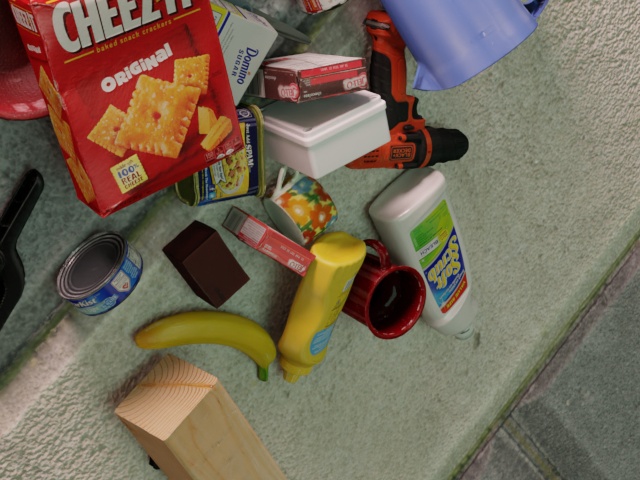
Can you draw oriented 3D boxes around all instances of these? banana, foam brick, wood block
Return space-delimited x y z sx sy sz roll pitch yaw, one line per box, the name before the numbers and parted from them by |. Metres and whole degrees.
banana | -0.116 0.113 1.211 0.197 0.037 0.069 23 92 -39
foam brick | -0.125 0.026 1.165 0.053 0.051 0.078 -42 126 -16
wood block | -0.127 0.233 1.193 0.090 0.091 0.206 -48 134 -23

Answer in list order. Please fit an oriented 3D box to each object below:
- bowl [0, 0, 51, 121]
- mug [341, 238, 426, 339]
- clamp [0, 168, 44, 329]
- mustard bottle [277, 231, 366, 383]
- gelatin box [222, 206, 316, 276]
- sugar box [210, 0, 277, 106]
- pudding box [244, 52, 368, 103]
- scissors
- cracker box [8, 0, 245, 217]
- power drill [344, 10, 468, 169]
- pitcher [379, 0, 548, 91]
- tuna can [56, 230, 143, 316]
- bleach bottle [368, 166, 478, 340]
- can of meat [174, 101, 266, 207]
bowl | -0.279 -0.193 0.972 0.161 0.055 0.162 -13 113 -32
mug | 0.066 0.053 1.294 0.093 0.082 0.117 -23 119 -28
clamp | -0.316 0.010 1.030 0.120 0.039 0.171 -16 121 -26
mustard bottle | -0.007 0.087 1.248 0.096 0.058 0.192 -41 154 -61
gelatin box | -0.058 0.001 1.178 0.073 0.089 0.030 32 90 -36
sugar box | -0.139 -0.206 1.065 0.175 0.048 0.093 16 116 -41
pudding box | -0.018 -0.173 1.132 0.089 0.114 0.039 -15 111 -32
scissors | -0.084 -0.261 1.113 0.201 0.016 0.096 -1 112 -35
cracker box | -0.171 -0.152 0.980 0.164 0.072 0.214 -28 125 -24
power drill | 0.110 -0.175 1.260 0.184 0.057 0.188 -7 110 -34
pitcher | 0.122 -0.294 1.133 0.243 0.145 0.149 55 45 -11
tuna can | -0.221 0.033 1.076 0.086 0.086 0.033 -49 129 -12
bleach bottle | 0.150 0.030 1.361 0.102 0.068 0.250 -42 128 -16
can of meat | -0.108 -0.090 1.133 0.083 0.058 0.102 -13 114 -30
